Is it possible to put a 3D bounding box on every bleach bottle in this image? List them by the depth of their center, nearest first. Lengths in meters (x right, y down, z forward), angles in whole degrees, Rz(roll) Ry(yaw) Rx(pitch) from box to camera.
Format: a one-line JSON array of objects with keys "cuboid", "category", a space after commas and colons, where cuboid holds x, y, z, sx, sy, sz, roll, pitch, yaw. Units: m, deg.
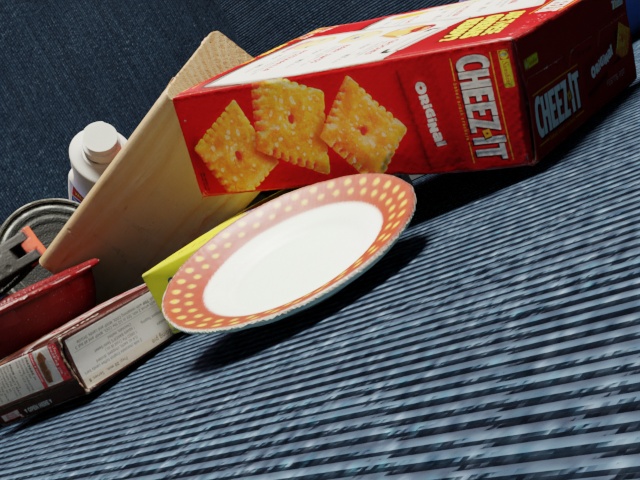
[{"cuboid": [-0.193, -0.034, 0.972, 0.068, 0.103, 0.251, -36, -18, -20], "category": "bleach bottle"}]

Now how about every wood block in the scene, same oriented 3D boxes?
[{"cuboid": [-0.107, -0.038, 0.764, 0.206, 0.090, 0.090, -43, 14, 41], "category": "wood block"}]

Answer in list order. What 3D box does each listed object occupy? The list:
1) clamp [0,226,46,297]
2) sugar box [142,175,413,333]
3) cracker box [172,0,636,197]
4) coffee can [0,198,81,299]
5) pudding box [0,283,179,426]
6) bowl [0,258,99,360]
[{"cuboid": [-0.282, 0.052, 0.826, 0.171, 0.039, 0.120, -35, 6, -3], "category": "clamp"}, {"cuboid": [-0.020, -0.009, 0.655, 0.093, 0.048, 0.176, -25, 9, 33], "category": "sugar box"}, {"cuboid": [0.050, -0.087, 0.611, 0.214, 0.072, 0.163, -2, 21, 36], "category": "cracker box"}, {"cuboid": [-0.238, 0.032, 0.941, 0.102, 0.103, 0.140, -32, -4, -23], "category": "coffee can"}, {"cuboid": [-0.133, 0.061, 0.631, 0.090, 0.039, 0.113, -25, 7, 38], "category": "pudding box"}, {"cuboid": [-0.212, 0.070, 0.717, 0.162, 0.055, 0.162, -24, 6, 3], "category": "bowl"}]
